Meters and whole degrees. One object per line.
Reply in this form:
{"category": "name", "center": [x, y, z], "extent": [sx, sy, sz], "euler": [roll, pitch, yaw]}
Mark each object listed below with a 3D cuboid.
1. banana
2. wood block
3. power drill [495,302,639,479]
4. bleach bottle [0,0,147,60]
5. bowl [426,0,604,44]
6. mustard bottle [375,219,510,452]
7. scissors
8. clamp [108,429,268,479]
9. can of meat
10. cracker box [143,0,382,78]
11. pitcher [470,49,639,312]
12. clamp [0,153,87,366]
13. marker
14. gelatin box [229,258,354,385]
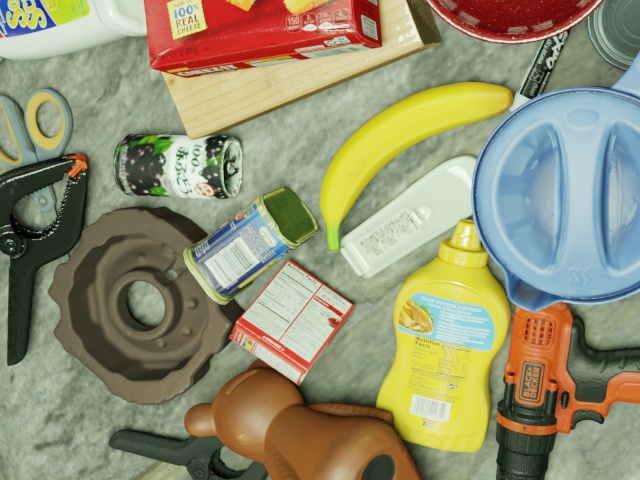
{"category": "banana", "center": [0.065, -0.077, 0.883], "extent": [0.198, 0.037, 0.069], "euler": [-41, 82, 17]}
{"category": "wood block", "center": [-0.018, -0.161, 0.863], "extent": [0.206, 0.090, 0.090], "euler": [-20, 95, 19]}
{"category": "power drill", "center": [0.238, 0.144, 0.869], "extent": [0.188, 0.057, 0.184], "euler": [8, 105, 15]}
{"category": "bleach bottle", "center": [-0.241, -0.194, 0.909], "extent": [0.251, 0.067, 0.102], "euler": [-11, 88, 39]}
{"category": "bowl", "center": [0.144, -0.225, 0.778], "extent": [0.162, 0.055, 0.162], "euler": [3, 102, 14]}
{"category": "mustard bottle", "center": [0.107, 0.076, 0.892], "extent": [0.096, 0.058, 0.192], "euler": [13, 106, 15]}
{"category": "scissors", "center": [-0.245, -0.053, 0.994], "extent": [0.096, 0.016, 0.202], "euler": [-28, 98, 15]}
{"category": "clamp", "center": [-0.110, 0.224, 1.000], "extent": [0.172, 0.039, 0.120], "euler": [-12, 99, 18]}
{"category": "can of meat", "center": [-0.056, 0.001, 0.904], "extent": [0.084, 0.102, 0.057], "euler": [-36, 90, 18]}
{"category": "cracker box", "center": [-0.050, -0.237, 0.779], "extent": [0.164, 0.072, 0.214], "euler": [-5, 90, 20]}
{"category": "pitcher", "center": [0.192, -0.056, 0.742], "extent": [0.149, 0.242, 0.145], "euler": [-19, 96, 19]}
{"category": "clamp", "center": [-0.279, 0.009, 0.980], "extent": [0.210, 0.036, 0.164], "euler": [-41, 113, 4]}
{"category": "marker", "center": [0.183, -0.155, 0.843], "extent": [0.020, 0.020, 0.121], "euler": [26, 107, 10]}
{"category": "gelatin box", "center": [-0.023, 0.069, 0.917], "extent": [0.073, 0.089, 0.030], "euler": [34, 140, 7]}
